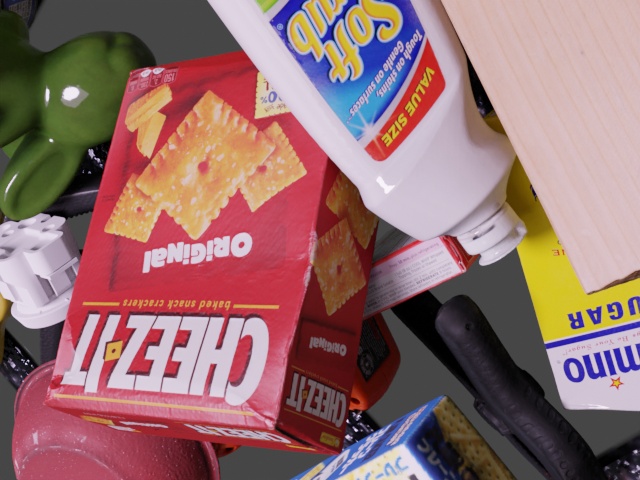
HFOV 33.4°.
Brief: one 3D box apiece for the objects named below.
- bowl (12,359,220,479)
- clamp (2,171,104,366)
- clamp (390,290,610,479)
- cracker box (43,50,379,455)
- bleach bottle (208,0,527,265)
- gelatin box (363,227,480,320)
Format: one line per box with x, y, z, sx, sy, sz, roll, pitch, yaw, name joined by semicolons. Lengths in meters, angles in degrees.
-0.153;0.160;0.736;0.162;0.055;0.162;10;123;16;bowl
-0.197;0.023;0.780;0.210;0.036;0.164;-31;120;23;clamp
0.103;0.086;0.624;0.039;0.120;0.171;-38;108;-1;clamp
-0.054;0.001;0.595;0.164;0.213;0.072;-1;158;34;cracker box
0.022;-0.099;0.513;0.102;0.068;0.251;-38;98;0;bleach bottle
0.057;0.007;0.603;0.089;0.073;0.030;-31;97;40;gelatin box
